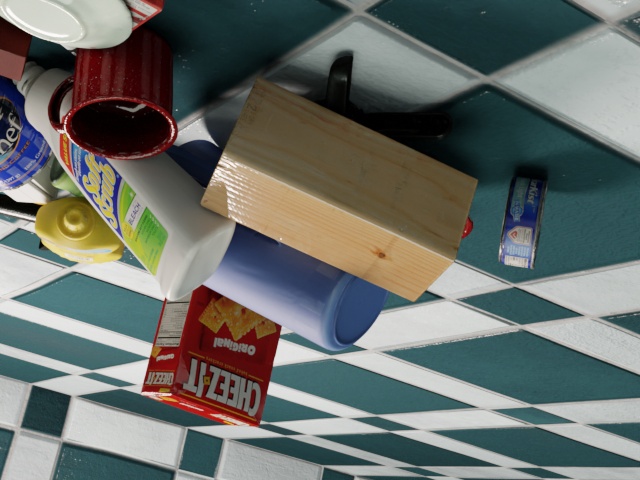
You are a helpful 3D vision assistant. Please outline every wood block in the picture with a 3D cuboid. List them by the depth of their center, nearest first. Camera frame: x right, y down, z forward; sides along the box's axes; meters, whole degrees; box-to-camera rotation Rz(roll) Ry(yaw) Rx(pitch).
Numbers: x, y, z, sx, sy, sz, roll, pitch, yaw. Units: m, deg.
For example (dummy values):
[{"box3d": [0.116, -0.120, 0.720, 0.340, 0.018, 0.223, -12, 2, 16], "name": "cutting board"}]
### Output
[{"box3d": [0.015, -0.041, 0.907, 0.206, 0.090, 0.091, 25, 147, -7], "name": "wood block"}]

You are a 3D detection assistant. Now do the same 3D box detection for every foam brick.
[{"box3d": [-0.278, -0.176, 0.887, 0.078, 0.051, 0.053, 18, 160, -17], "name": "foam brick"}]

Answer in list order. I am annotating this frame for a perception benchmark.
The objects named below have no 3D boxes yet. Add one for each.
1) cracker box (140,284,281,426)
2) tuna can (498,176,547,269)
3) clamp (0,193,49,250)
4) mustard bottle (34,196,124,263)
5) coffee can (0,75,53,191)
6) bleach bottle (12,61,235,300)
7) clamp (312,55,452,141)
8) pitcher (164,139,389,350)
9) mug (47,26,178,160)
[{"box3d": [-0.133, 0.124, 1.421, 0.072, 0.213, 0.164, -7, 154, 43], "name": "cracker box"}, {"box3d": [0.192, -0.017, 1.011, 0.034, 0.086, 0.086, 9, 162, 13], "name": "tuna can"}, {"box3d": [-0.333, -0.027, 1.380, 0.210, 0.036, 0.164, -1, 158, 29], "name": "clamp"}, {"box3d": [-0.269, -0.012, 1.195, 0.096, 0.058, 0.192, 13, 172, -7], "name": "mustard bottle"}, {"box3d": [-0.329, -0.120, 1.002, 0.103, 0.103, 0.140, 3, 160, 24], "name": "coffee can"}, {"box3d": [-0.189, -0.066, 0.968, 0.251, 0.068, 0.103, 44, 139, 13], "name": "bleach bottle"}, {"box3d": [0.033, -0.100, 0.938, 0.120, 0.039, 0.172, 28, 157, -15], "name": "clamp"}, {"box3d": [-0.057, 0.001, 1.023, 0.243, 0.145, 0.149, 28, -157, 28], "name": "pitcher"}, {"box3d": [-0.176, -0.123, 0.895, 0.117, 0.081, 0.093, -13, 150, 19], "name": "mug"}]
